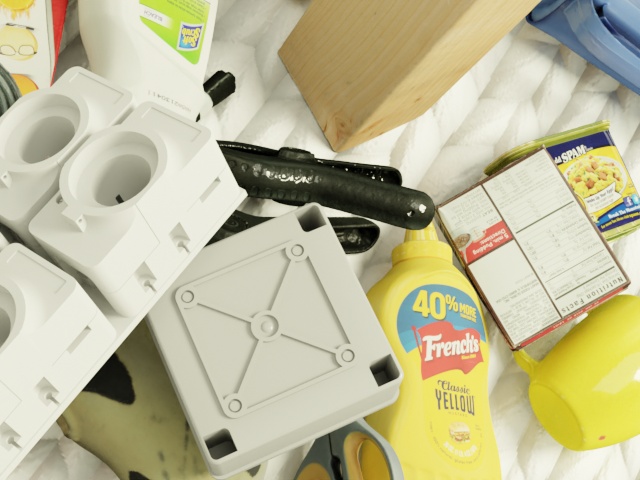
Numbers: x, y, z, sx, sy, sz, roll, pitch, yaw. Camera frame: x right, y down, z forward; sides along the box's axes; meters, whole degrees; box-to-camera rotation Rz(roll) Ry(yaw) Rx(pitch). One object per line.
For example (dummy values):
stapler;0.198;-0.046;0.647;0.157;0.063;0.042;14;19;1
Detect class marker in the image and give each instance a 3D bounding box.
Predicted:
marker;-0.098;-0.076;0.707;0.020;0.020;0.121;45;60;-1

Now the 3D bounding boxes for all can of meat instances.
can of meat;0.183;-0.033;0.786;0.101;0.058;0.084;-17;79;-28

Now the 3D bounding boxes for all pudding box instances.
pudding box;0.141;0.006;0.721;0.090;0.039;0.113;-30;78;3

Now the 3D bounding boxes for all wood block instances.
wood block;0.062;-0.151;0.695;0.090;0.206;0.091;-26;81;-29

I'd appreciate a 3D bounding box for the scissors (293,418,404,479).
scissors;0.000;0.109;0.667;0.016;0.096;0.202;28;27;-38

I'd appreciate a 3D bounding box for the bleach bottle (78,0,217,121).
bleach bottle;-0.110;-0.159;0.655;0.102;0.068;0.251;17;72;-42

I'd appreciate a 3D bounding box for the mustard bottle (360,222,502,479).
mustard bottle;0.069;0.076;0.692;0.096;0.058;0.191;14;63;-33

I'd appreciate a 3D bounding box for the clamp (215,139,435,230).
clamp;-0.012;-0.042;0.701;0.171;0.120;0.039;14;95;0
